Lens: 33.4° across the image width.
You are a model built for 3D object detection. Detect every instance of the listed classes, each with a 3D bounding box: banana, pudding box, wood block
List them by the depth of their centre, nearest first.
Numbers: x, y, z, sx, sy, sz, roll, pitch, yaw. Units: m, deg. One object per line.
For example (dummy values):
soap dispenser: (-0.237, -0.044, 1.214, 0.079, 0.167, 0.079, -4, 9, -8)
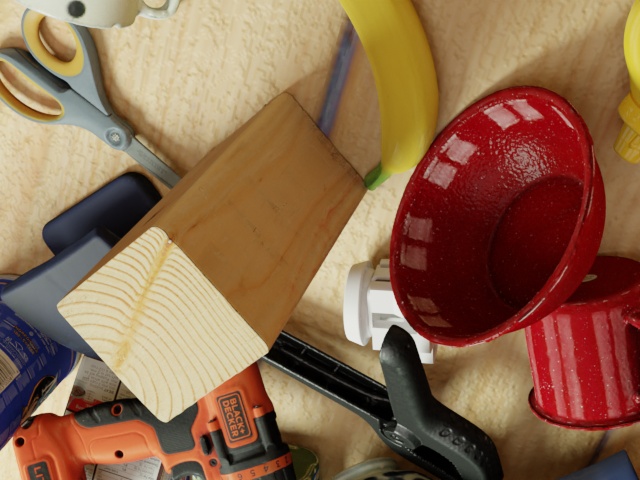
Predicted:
wood block: (-0.055, 0.000, 0.642, 0.091, 0.205, 0.090, -36, 101, 30)
banana: (0.031, -0.120, 0.650, 0.070, 0.037, 0.198, -8, 113, 22)
pudding box: (-0.154, 0.149, 0.823, 0.090, 0.039, 0.113, 17, 92, 9)

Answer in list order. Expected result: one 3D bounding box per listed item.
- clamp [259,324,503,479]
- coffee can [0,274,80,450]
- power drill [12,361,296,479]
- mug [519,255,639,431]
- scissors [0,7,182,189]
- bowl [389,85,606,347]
clamp: (0.062, 0.118, 0.725, 0.210, 0.036, 0.165, 40, 156, -20)
coffee can: (-0.258, 0.103, 0.801, 0.103, 0.140, 0.103, 8, 118, 14)
power drill: (-0.114, 0.169, 0.770, 0.187, 0.057, 0.184, -17, 84, 2)
mug: (0.175, 0.063, 0.657, 0.093, 0.117, 0.081, -20, 109, -20)
scissors: (-0.139, -0.092, 0.731, 0.202, 0.016, 0.096, 26, 119, 6)
bowl: (0.114, -0.008, 0.635, 0.055, 0.162, 0.162, 23, 128, -33)
